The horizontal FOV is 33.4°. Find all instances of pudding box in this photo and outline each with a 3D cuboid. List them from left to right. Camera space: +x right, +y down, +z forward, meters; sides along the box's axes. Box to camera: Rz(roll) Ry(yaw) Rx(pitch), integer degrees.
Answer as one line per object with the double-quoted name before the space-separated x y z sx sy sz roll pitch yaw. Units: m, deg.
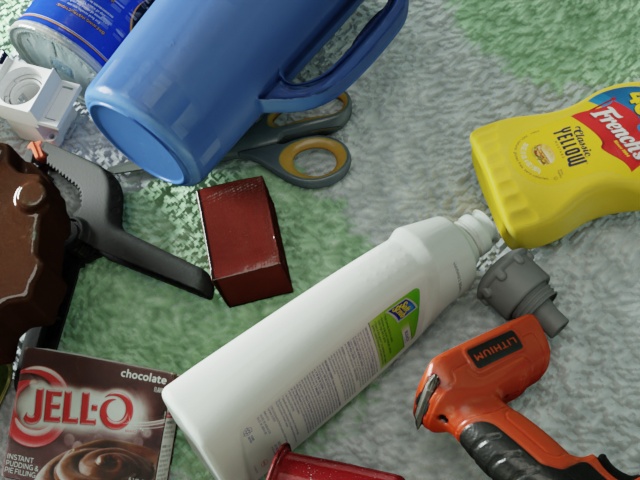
"pudding box" -0.154 0.126 0.731 0.113 0.039 0.090 8 86 10

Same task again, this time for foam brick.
"foam brick" -0.055 0.001 0.783 0.051 0.053 0.078 -15 63 3

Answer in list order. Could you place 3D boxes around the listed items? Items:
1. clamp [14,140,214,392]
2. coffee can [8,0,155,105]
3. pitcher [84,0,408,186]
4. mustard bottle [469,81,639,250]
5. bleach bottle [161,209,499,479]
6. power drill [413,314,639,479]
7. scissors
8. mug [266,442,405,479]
"clamp" -0.192 0.011 0.814 0.164 0.036 0.210 -36 59 0
"coffee can" -0.172 -0.192 0.875 0.103 0.103 0.140 24 70 21
"pitcher" -0.057 -0.157 0.814 0.242 0.145 0.149 -54 28 -18
"mustard bottle" 0.210 -0.063 0.759 0.191 0.058 0.096 -18 57 2
"bleach bottle" 0.018 0.065 0.721 0.250 0.102 0.068 -35 56 -14
"power drill" 0.162 0.129 0.652 0.184 0.057 0.188 -18 48 -32
"scissors" -0.063 -0.060 0.836 0.201 0.016 0.096 -24 62 -1
"mug" 0.005 0.183 0.650 0.081 0.093 0.117 9 23 10
